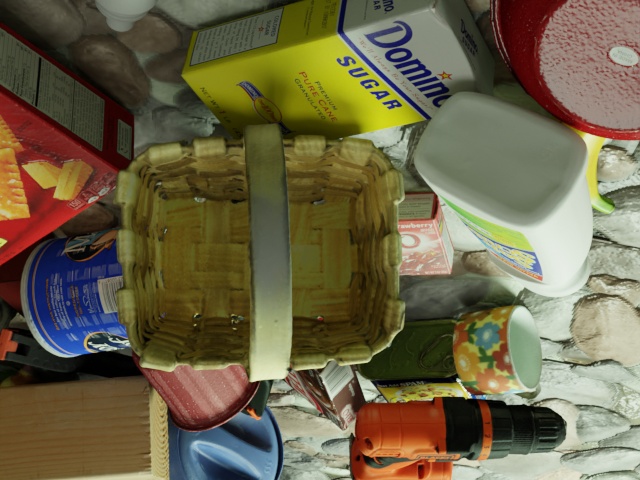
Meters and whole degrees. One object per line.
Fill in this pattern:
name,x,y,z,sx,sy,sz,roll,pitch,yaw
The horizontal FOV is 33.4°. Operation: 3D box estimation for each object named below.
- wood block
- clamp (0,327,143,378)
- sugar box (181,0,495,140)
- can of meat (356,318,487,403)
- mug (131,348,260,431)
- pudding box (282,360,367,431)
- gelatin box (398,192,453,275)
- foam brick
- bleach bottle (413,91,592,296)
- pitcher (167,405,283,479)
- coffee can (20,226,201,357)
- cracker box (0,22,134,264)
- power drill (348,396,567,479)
wood block,-0.248,0.180,0.975,0.206,0.091,0.090,-4,164,1
clamp,-0.243,0.105,1.005,0.120,0.039,0.171,4,167,39
sugar box,0.011,-0.108,0.673,0.176,0.048,0.093,-8,144,28
can of meat,0.096,0.118,0.970,0.102,0.057,0.084,-6,144,24
mug,-0.117,0.102,0.938,0.117,0.093,0.081,26,152,51
pudding box,-0.008,0.113,0.971,0.090,0.039,0.113,35,157,33
gelatin box,0.053,-0.003,0.828,0.089,0.030,0.073,-2,144,18
foam brick,-0.248,0.036,0.948,0.051,0.053,0.078,-7,142,24
bleach bottle,0.144,-0.010,0.720,0.103,0.068,0.250,30,174,29
pitcher,-0.167,0.236,1.166,0.144,0.149,0.243,16,152,-36
coffee can,-0.160,0.038,0.884,0.140,0.102,0.102,-10,141,27
cracker box,-0.259,-0.075,0.725,0.164,0.072,0.213,-29,139,26
power drill,0.109,0.184,0.969,0.184,0.057,0.188,4,156,-9
